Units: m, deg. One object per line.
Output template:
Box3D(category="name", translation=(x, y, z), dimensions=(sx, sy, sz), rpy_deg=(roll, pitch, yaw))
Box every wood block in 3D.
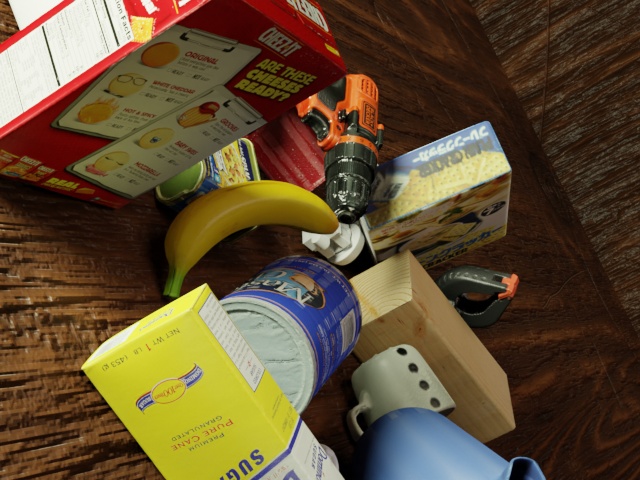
Box3D(category="wood block", translation=(0.113, 0.123, 1.128), dimensions=(0.206, 0.090, 0.091), rpy_deg=(50, 23, -26))

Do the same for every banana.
Box3D(category="banana", translation=(-0.059, -0.015, 0.873), dimensions=(0.197, 0.037, 0.070), rpy_deg=(-22, 119, -42))

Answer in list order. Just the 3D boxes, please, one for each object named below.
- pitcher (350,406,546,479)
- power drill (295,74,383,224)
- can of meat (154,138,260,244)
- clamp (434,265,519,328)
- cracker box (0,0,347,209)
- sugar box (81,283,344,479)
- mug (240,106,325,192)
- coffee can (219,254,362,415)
Box3D(category="pitcher", translation=(0.102, 0.226, 0.834), dimensions=(0.145, 0.149, 0.243), rpy_deg=(53, -5, -15))
Box3D(category="power drill", translation=(-0.020, -0.121, 0.995), dimensions=(0.187, 0.057, 0.184), rpy_deg=(34, 40, -28))
Box3D(category="can of meat", translation=(-0.098, -0.059, 0.915), dimensions=(0.083, 0.058, 0.102), rpy_deg=(34, 34, -48))
Box3D(category="clamp", translation=(0.145, 0.077, 1.177), dimensions=(0.120, 0.172, 0.039), rpy_deg=(56, 43, -32))
Box3D(category="cracker box", translation=(-0.115, -0.109, 0.715), dimensions=(0.164, 0.214, 0.072), rpy_deg=(19, 47, -61))
Box3D(category="sugar box", translation=(-0.066, 0.125, 0.702), dimensions=(0.176, 0.093, 0.048), rpy_deg=(56, 22, -12))
Box3D(category="mug", translation=(-0.021, -0.104, 1.093), dimensions=(0.081, 0.093, 0.117), rpy_deg=(51, 54, -14))
Box3D(category="coffee can", translation=(-0.034, 0.076, 0.826), dimensions=(0.103, 0.103, 0.140), rpy_deg=(60, 21, -3))
